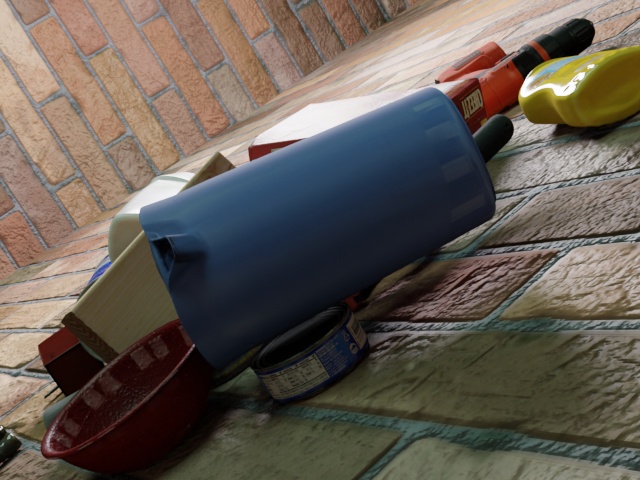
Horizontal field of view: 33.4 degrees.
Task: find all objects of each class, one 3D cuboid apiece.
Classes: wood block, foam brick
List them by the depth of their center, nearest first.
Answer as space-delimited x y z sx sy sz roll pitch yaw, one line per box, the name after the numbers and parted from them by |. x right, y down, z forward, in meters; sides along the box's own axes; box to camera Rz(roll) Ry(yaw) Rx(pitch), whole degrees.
-0.141 0.026 1.017 0.206 0.091 0.090 -50 8 -21 | wood block
-0.275 0.132 1.182 0.053 0.051 0.078 -34 22 -9 | foam brick

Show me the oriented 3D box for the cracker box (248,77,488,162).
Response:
0.052 -0.111 1.147 0.214 0.072 0.164 -6 20 30 | cracker box

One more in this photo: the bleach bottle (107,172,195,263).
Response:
-0.162 -0.030 1.207 0.102 0.068 0.250 9 18 2 | bleach bottle

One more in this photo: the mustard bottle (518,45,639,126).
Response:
0.243 -0.145 1.022 0.096 0.058 0.192 -32 12 -7 | mustard bottle

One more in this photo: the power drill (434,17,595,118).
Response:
0.233 -0.215 1.329 0.184 0.057 0.188 -33 12 -6 | power drill

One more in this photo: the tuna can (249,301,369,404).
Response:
-0.008 0.083 0.786 0.086 0.033 0.086 -30 12 7 | tuna can

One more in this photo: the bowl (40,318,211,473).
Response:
-0.141 0.132 0.844 0.162 0.055 0.162 -35 16 11 | bowl

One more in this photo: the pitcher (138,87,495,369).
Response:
0.001 -0.012 0.794 0.243 0.145 0.149 -25 25 2 | pitcher
